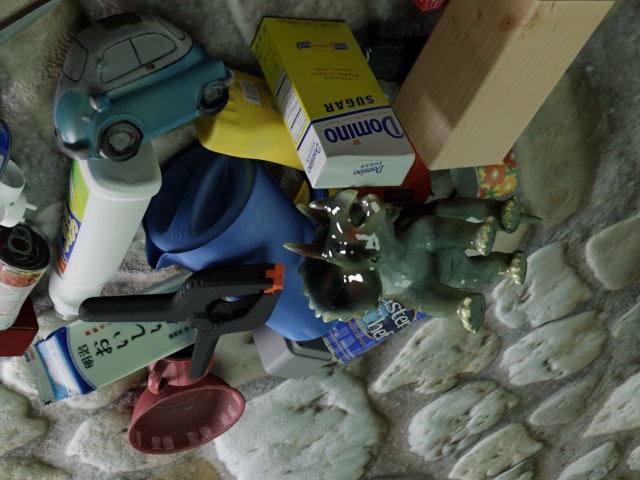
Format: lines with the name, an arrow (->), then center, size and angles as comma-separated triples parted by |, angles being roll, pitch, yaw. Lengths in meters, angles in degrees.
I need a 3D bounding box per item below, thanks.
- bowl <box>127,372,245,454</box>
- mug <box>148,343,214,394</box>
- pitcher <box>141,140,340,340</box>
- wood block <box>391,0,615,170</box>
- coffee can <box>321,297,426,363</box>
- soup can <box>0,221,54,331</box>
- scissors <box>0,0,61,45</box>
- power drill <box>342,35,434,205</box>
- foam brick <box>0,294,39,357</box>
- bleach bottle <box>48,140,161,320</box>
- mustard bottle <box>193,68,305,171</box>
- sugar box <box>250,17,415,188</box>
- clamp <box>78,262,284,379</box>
bowl -> -0.183, 0.218, 1.411 | 0.162, 0.055, 0.162 | -17, 146, -12
mug -> -0.170, 0.129, 1.255 | 0.093, 0.117, 0.081 | 20, 147, 7
pitcher -> -0.057, 0.001, 1.110 | 0.149, 0.145, 0.242 | -15, 144, 25
wood block -> 0.156, -0.166, 0.959 | 0.090, 0.090, 0.206 | -7, 145, -30
coffee can -> 0.061, 0.066, 1.250 | 0.140, 0.103, 0.102 | -30, 146, 5
soup can -> -0.317, 0.036, 1.066 | 0.068, 0.068, 0.102 | 6, 136, -39
scissors -> -0.310, -0.149, 0.866 | 0.202, 0.016, 0.096 | -40, 144, 20
power drill -> 0.087, -0.124, 1.100 | 0.184, 0.057, 0.188 | -1, 131, -36
foam brick -> -0.348, 0.088, 1.131 | 0.078, 0.053, 0.051 | 5, 136, -36
bleach bottle -> -0.223, -0.002, 1.044 | 0.068, 0.102, 0.251 | 0, 139, -27
mustard bottle -> -0.022, -0.106, 1.008 | 0.191, 0.096, 0.058 | 11, 128, -25
sugar box -> 0.010, -0.126, 0.960 | 0.093, 0.176, 0.048 | -4, 141, -29
clamp -> -0.112, 0.076, 1.060 | 0.210, 0.036, 0.164 | -21, 139, 27
